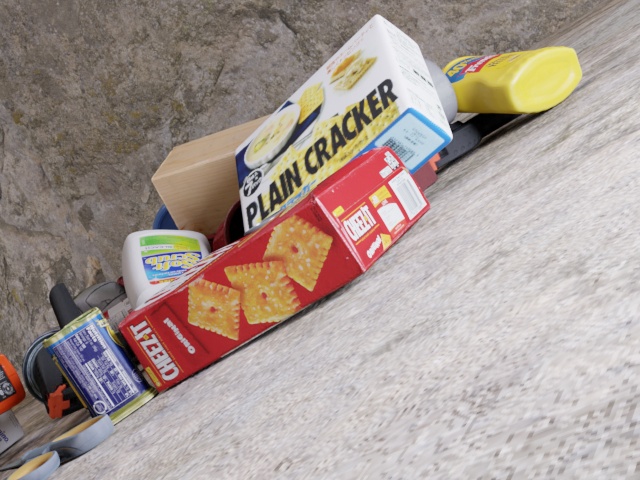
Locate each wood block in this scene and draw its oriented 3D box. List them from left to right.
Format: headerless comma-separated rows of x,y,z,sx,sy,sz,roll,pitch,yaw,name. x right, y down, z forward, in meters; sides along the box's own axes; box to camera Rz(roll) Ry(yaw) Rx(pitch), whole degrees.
-0.074,-0.081,1.225,0.206,0.091,0.090,-16,26,23,wood block

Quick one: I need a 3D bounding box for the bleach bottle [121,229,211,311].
-0.142,0.051,1.072,0.102,0.068,0.251,2,14,-16,bleach bottle

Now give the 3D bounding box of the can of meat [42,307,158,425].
-0.182,0.103,0.871,0.057,0.084,0.102,-34,4,-14,can of meat

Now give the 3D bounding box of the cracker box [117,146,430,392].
-0.035,0.018,0.845,0.214,0.072,0.164,-31,4,29,cracker box

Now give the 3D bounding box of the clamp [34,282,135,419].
-0.234,0.106,1.071,0.165,0.036,0.209,13,27,12,clamp

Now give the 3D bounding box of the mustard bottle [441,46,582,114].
0.181,-0.168,1.140,0.096,0.058,0.192,-31,19,-22,mustard bottle

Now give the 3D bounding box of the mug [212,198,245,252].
-0.058,0.001,1.154,0.117,0.093,0.082,-2,-12,-20,mug

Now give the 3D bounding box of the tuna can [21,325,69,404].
-0.273,0.135,1.137,0.086,0.086,0.034,-33,6,-2,tuna can

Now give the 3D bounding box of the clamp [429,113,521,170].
0.158,-0.116,1.168,0.120,0.039,0.171,-30,7,28,clamp

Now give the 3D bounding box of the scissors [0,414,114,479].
-0.233,0.180,0.831,0.202,0.016,0.096,-29,6,39,scissors
